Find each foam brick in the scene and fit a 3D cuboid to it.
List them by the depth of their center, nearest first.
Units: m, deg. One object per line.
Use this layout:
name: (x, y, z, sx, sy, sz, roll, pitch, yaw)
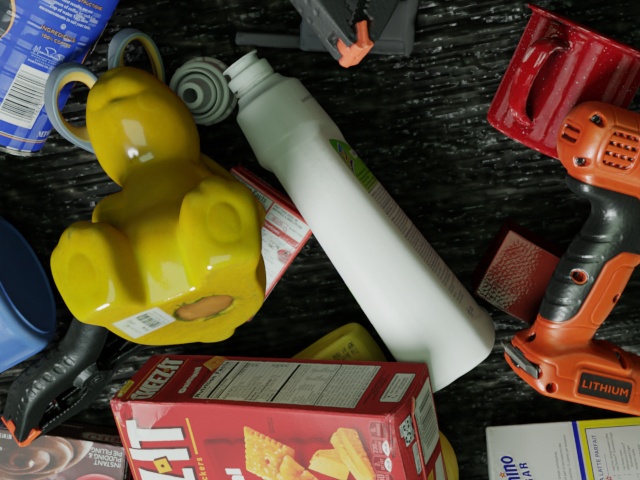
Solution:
foam brick: (0.150, 0.028, 0.744, 0.078, 0.051, 0.053, 29, 103, -1)

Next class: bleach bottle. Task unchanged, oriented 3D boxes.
bleach bottle: (0.021, -0.019, 0.724, 0.068, 0.102, 0.251, -35, 94, 10)

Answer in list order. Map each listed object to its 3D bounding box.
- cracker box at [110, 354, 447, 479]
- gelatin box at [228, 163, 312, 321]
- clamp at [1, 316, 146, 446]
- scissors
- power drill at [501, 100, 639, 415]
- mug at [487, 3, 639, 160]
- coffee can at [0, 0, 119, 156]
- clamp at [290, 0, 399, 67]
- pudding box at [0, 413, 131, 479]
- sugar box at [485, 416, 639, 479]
cracker box: (-0.023, 0.166, 0.727, 0.214, 0.072, 0.164, -1, 113, 26)
gelatin box: (-0.055, 0.001, 0.766, 0.073, 0.030, 0.089, 35, 101, -1)
clamp: (-0.158, 0.082, 0.762, 0.172, 0.120, 0.039, -45, 62, 24)
scissors: (-0.142, -0.043, 0.731, 0.016, 0.096, 0.202, 25, 118, 45)
power drill: (0.210, 0.016, 0.684, 0.184, 0.057, 0.188, 14, 103, -19)
mug: (0.155, -0.099, 0.690, 0.093, 0.117, 0.081, 32, 109, 27)
coffee can: (-0.202, -0.142, 0.713, 0.103, 0.102, 0.140, 31, 102, -2)
clamp: (-0.001, -0.210, 0.653, 0.164, 0.036, 0.210, 4, 73, -17)
pudding box: (-0.202, 0.183, 0.809, 0.113, 0.039, 0.090, 9, 102, 3)
sugar box: (0.208, 0.174, 0.748, 0.176, 0.093, 0.048, -6, 142, 8)
